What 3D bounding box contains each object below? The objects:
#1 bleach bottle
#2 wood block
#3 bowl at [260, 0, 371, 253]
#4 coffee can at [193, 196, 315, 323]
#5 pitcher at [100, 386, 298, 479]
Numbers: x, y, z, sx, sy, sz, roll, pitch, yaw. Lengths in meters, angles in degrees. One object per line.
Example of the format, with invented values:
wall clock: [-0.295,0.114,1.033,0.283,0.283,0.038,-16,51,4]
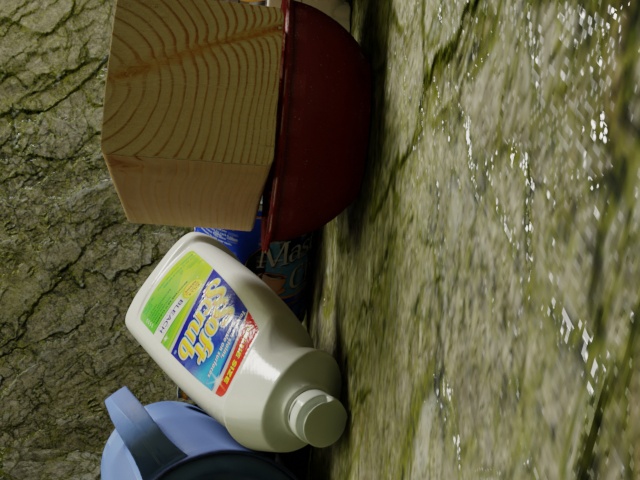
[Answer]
bleach bottle: [-0.050,0.071,0.720,0.102,0.068,0.251,-53,30,-7]
wood block: [-0.077,-0.068,0.654,0.206,0.090,0.090,123,151,-79]
bowl: [-0.003,-0.071,0.654,0.162,0.055,0.162,-176,90,-84]
coffee can: [-0.056,0.001,0.892,0.103,0.102,0.140,-94,10,-56]
pitcher: [-0.100,0.182,0.776,0.243,0.144,0.149,-170,91,-72]
